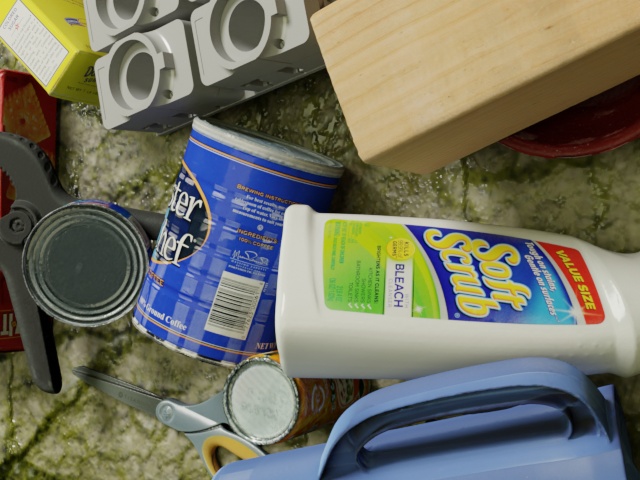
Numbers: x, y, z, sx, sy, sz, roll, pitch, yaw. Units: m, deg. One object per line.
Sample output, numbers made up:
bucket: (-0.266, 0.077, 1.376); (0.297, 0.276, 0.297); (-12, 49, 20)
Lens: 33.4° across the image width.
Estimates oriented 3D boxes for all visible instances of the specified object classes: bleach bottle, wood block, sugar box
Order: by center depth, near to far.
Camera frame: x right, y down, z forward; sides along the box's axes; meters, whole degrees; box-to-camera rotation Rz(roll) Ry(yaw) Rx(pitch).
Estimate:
wood block: (0.111, -0.118, 0.557); (0.206, 0.090, 0.090); (-25, 76, 26)
bleach bottle: (0.103, 0.030, 0.607); (0.251, 0.068, 0.102); (0, 52, 5)
sugar box: (-0.209, -0.170, 0.794); (0.176, 0.093, 0.048); (48, 109, 21)

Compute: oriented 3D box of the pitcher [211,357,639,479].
pitcher: (0.057, 0.154, 0.589); (0.243, 0.145, 0.149); (-11, 77, 16)

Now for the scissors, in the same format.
scissors: (-0.093, 0.112, 0.769); (0.202, 0.016, 0.096); (34, 103, 25)

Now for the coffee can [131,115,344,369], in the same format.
coffee can: (-0.055, 0.001, 0.701); (0.103, 0.102, 0.140); (23, 100, 27)

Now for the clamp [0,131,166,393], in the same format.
clamp: (-0.215, -0.002, 0.769); (0.210, 0.036, 0.164); (36, 94, -3)

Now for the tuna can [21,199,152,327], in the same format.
tuna can: (-0.159, 0.015, 0.737); (0.086, 0.034, 0.086); (0, 99, -2)
